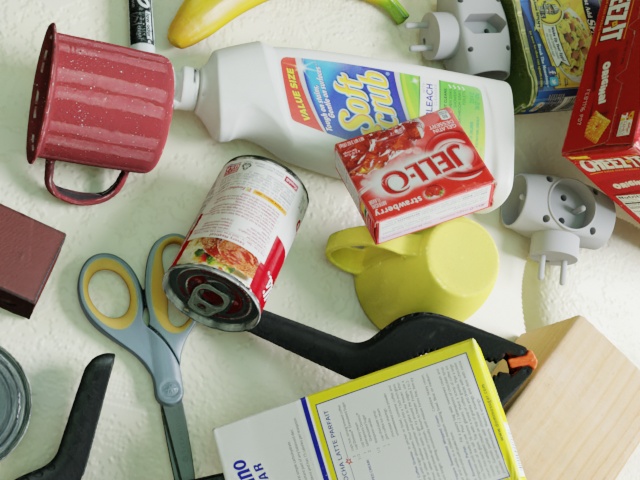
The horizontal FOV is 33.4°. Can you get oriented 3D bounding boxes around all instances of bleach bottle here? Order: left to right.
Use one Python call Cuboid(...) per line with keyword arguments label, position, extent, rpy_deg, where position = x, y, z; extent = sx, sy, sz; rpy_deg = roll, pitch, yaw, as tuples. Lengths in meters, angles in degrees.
Cuboid(label="bleach bottle", position=(0.014, -0.085, 0.775), extent=(0.250, 0.068, 0.102), rpy_deg=(7, 75, -15))

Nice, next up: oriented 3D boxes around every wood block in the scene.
Cuboid(label="wood block", position=(0.134, 0.161, 0.736), extent=(0.090, 0.091, 0.206), rpy_deg=(44, 67, -4))

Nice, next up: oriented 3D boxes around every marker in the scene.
Cuboid(label="marker", position=(-0.131, -0.181, 0.772), extent=(0.020, 0.020, 0.121), rpy_deg=(-1, 77, -19))

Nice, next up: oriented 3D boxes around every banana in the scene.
Cuboid(label="banana", position=(-0.024, -0.189, 0.800), extent=(0.197, 0.037, 0.069), rpy_deg=(-11, 79, -21))

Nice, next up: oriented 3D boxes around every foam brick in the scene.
Cuboid(label="foam brick", position=(-0.209, 0.008, 0.679), extent=(0.078, 0.053, 0.051), rpy_deg=(25, 70, -11))

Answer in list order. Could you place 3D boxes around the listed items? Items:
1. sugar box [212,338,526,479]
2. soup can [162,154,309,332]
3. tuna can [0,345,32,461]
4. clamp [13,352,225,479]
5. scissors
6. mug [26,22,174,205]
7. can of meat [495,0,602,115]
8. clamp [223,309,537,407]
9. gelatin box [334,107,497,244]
Cuboid(label="sugar box", position=(0.029, 0.134, 0.665), extent=(0.176, 0.048, 0.093), rpy_deg=(-20, 72, 11))
Cuboid(label="soup can", position=(-0.055, 0.001, 0.714), extent=(0.068, 0.069, 0.102), rpy_deg=(30, 54, -10))
Cuboid(label="tuna can", position=(-0.223, 0.103, 0.660), extent=(0.086, 0.034, 0.086), rpy_deg=(5, 75, -18))
Cuboid(label="clamp", position=(-0.142, 0.169, 0.665), extent=(0.120, 0.039, 0.171), rpy_deg=(36, 75, 2))
Cuboid(label="scissors", position=(-0.120, 0.091, 0.709), extent=(0.096, 0.016, 0.202), rpy_deg=(8, 74, -15))
Cuboid(label="mug", position=(-0.148, -0.079, 0.710), extent=(0.081, 0.093, 0.117), rpy_deg=(9, 105, -22))
Cuboid(label="can of meat", position=(0.186, -0.152, 0.852), extent=(0.083, 0.058, 0.102), rpy_deg=(-7, 79, -19))
Cuboid(label="clamp", position=(0.040, 0.112, 0.710), extent=(0.210, 0.036, 0.164), rpy_deg=(-7, 82, 7))
Cuboid(label="gelatin box", position=(0.063, -0.045, 0.717), extent=(0.089, 0.030, 0.073), rpy_deg=(-19, 56, -9))
